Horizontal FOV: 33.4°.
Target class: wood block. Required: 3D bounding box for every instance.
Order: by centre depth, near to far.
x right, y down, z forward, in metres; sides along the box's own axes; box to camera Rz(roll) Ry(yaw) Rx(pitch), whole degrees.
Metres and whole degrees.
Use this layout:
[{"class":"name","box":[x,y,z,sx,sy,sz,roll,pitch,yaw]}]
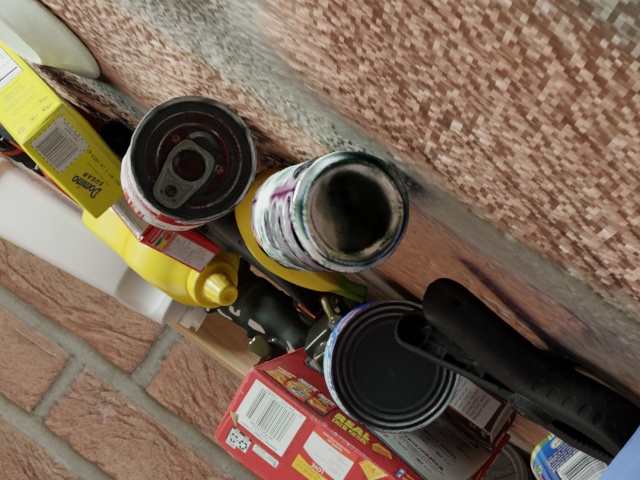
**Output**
[{"class":"wood block","box":[-0.132,0.053,1.128,0.206,0.090,0.091,36,169,6]}]

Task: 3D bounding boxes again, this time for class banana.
[{"class":"banana","box":[-0.019,-0.007,0.669,0.070,0.037,0.197,5,162,16]}]

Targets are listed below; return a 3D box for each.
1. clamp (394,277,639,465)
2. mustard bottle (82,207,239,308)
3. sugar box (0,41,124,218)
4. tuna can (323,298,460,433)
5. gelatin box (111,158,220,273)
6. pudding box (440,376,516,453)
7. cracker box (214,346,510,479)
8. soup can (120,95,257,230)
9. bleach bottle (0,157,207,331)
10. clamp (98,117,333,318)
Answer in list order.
[{"class":"clamp","box":[0.116,0.075,0.573,0.171,0.039,0.120,28,172,12]},{"class":"mustard bottle","box":[-0.123,0.008,0.904,0.096,0.058,0.192,12,-165,-39]},{"class":"sugar box","box":[-0.211,-0.095,0.776,0.176,0.048,0.093,38,169,40]},{"class":"tuna can","box":[0.045,0.081,0.693,0.086,0.086,0.034,38,171,-5]},{"class":"gelatin box","box":[-0.127,-0.020,0.816,0.089,0.030,0.073,44,-173,39]},{"class":"pudding box","box":[0.096,0.109,0.775,0.090,0.039,0.113,34,169,18]},{"class":"cracker box","box":[0.039,0.152,0.814,0.164,0.072,0.213,35,-165,17]},{"class":"soup can","box":[-0.078,-0.041,0.612,0.068,0.068,0.102,38,170,-9]},{"class":"bleach bottle","box":[-0.219,0.012,1.021,0.250,0.068,0.102,32,177,-8]},{"class":"clamp","box":[-0.067,-0.015,0.762,0.210,0.036,0.165,41,175,-16]}]
